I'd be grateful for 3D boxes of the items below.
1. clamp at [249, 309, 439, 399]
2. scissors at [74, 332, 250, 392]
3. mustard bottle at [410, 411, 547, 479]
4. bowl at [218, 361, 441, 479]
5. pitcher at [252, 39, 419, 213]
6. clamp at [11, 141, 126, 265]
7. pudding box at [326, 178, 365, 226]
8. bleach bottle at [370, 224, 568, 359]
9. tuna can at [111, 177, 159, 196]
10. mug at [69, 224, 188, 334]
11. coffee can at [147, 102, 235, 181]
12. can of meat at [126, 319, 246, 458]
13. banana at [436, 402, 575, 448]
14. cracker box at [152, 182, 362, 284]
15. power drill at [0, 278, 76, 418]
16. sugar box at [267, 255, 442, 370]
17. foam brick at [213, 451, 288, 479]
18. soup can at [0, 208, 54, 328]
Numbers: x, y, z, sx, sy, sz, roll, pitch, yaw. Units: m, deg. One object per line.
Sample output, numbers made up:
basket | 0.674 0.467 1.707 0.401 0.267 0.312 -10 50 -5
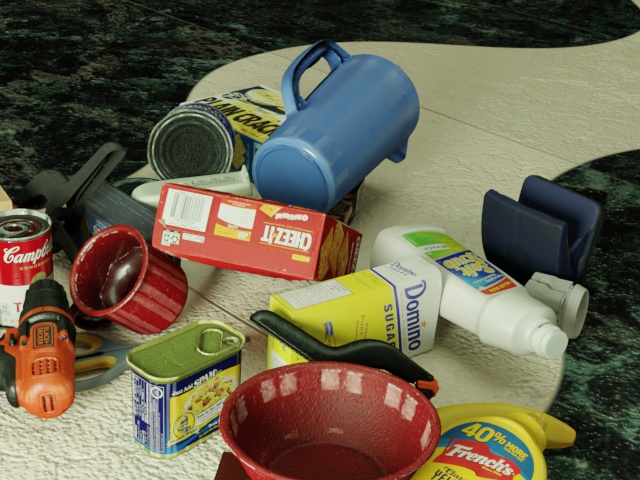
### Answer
clamp | 0.013 0.113 0.915 0.171 0.120 0.039 -5 -8 -3
scissors | -0.177 0.101 1.027 0.201 0.016 0.096 -15 32 -34
mustard bottle | 0.119 0.188 0.826 0.096 0.058 0.191 25 39 33
bowl | 0.006 0.152 0.783 0.162 0.055 0.162 1 24 -1
pitcher | 0.011 -0.132 1.291 0.149 0.145 0.242 22 37 16
clamp | -0.277 -0.038 1.167 0.036 0.164 0.210 4 10 -44
pudding box | 0.000 -0.049 1.325 0.090 0.039 0.113 10 27 12
bleach bottle | 0.157 0.054 1.076 0.102 0.068 0.251 -1 20 -33
tuna can | -0.221 -0.046 1.296 0.086 0.034 0.086 3 26 -2
mug | -0.192 0.050 1.041 0.081 0.117 0.093 39 15 -53
coffee can | -0.158 -0.117 1.333 0.102 0.103 0.140 2 10 -4
can of meat | -0.113 0.126 0.909 0.058 0.084 0.101 25 34 37
banana | 0.123 0.171 0.911 0.197 0.037 0.070 -12 56 -23
cracker box | -0.057 0.001 1.087 0.164 0.072 0.213 11 -3 12
power drill | -0.311 0.098 0.947 0.187 0.057 0.184 -9 29 -11
sugar box | 0.034 0.079 1.013 0.175 0.093 0.048 -13 32 -30
foam brick | -0.056 0.203 0.799 0.053 0.051 0.078 6 26 4
soup can | -0.299 0.028 1.060 0.068 0.102 0.068 3 26 -2
